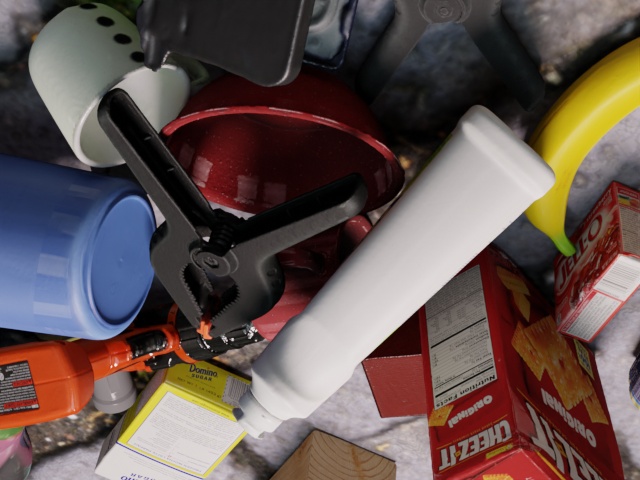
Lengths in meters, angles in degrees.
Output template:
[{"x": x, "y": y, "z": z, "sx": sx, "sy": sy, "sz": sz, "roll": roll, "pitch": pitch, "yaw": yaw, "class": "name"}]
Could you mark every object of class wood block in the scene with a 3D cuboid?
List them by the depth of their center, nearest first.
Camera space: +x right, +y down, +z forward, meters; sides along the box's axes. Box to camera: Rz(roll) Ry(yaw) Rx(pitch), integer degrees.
[{"x": -0.018, "y": 0.282, "z": 1.019, "sx": 0.090, "sy": 0.090, "sz": 0.206, "roll": 24, "pitch": 132, "yaw": -13, "class": "wood block"}]

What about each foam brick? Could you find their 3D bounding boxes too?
[{"x": 0.066, "y": 0.098, "z": 0.855, "sx": 0.051, "sy": 0.053, "sz": 0.078, "roll": -6, "pitch": 131, "yaw": 16, "class": "foam brick"}]

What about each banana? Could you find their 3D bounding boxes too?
[{"x": 0.177, "y": -0.071, "z": 0.687, "sx": 0.069, "sy": 0.037, "sz": 0.198, "roll": 15, "pitch": 134, "yaw": -12, "class": "banana"}]

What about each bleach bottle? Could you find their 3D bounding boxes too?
[{"x": 0.036, "y": 0.030, "z": 0.670, "sx": 0.068, "sy": 0.102, "sz": 0.251, "roll": 44, "pitch": 98, "yaw": 4, "class": "bleach bottle"}]

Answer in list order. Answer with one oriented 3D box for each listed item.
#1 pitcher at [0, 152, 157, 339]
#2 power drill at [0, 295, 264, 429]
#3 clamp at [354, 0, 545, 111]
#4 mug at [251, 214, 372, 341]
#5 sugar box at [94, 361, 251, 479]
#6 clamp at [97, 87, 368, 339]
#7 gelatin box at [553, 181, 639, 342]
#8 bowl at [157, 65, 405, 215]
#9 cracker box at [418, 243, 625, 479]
[{"x": -0.237, "y": 0.000, "z": 0.742, "sx": 0.243, "sy": 0.149, "sz": 0.145, "roll": 9, "pitch": 113, "yaw": 18, "class": "pitcher"}, {"x": -0.147, "y": 0.085, "z": 0.801, "sx": 0.185, "sy": 0.187, "sz": 0.057, "roll": -16, "pitch": 89, "yaw": 32, "class": "power drill"}, {"x": 0.067, "y": -0.143, "z": 0.640, "sx": 0.120, "sy": 0.039, "sz": 0.171, "roll": -7, "pitch": 132, "yaw": 13, "class": "clamp"}, {"x": -0.010, "y": 0.028, "z": 0.772, "sx": 0.082, "sy": 0.093, "sz": 0.117, "roll": -9, "pitch": 163, "yaw": 25, "class": "mug"}, {"x": -0.131, "y": 0.174, "z": 0.971, "sx": 0.093, "sy": 0.048, "sz": 0.176, "roll": 27, "pitch": 135, "yaw": -15, "class": "sugar box"}, {"x": -0.054, "y": 0.001, "z": 0.681, "sx": 0.164, "sy": 0.036, "sz": 0.210, "roll": 17, "pitch": 143, "yaw": 10, "class": "clamp"}, {"x": 0.193, "y": 0.016, "z": 0.740, "sx": 0.030, "sy": 0.073, "sz": 0.089, "roll": 20, "pitch": 134, "yaw": -8, "class": "gelatin box"}, {"x": -0.024, "y": -0.069, "z": 0.691, "sx": 0.162, "sy": 0.055, "sz": 0.162, "roll": 6, "pitch": 158, "yaw": 2, "class": "bowl"}, {"x": 0.146, "y": 0.122, "z": 0.750, "sx": 0.072, "sy": 0.213, "sz": 0.164, "roll": -33, "pitch": 119, "yaw": 23, "class": "cracker box"}]
